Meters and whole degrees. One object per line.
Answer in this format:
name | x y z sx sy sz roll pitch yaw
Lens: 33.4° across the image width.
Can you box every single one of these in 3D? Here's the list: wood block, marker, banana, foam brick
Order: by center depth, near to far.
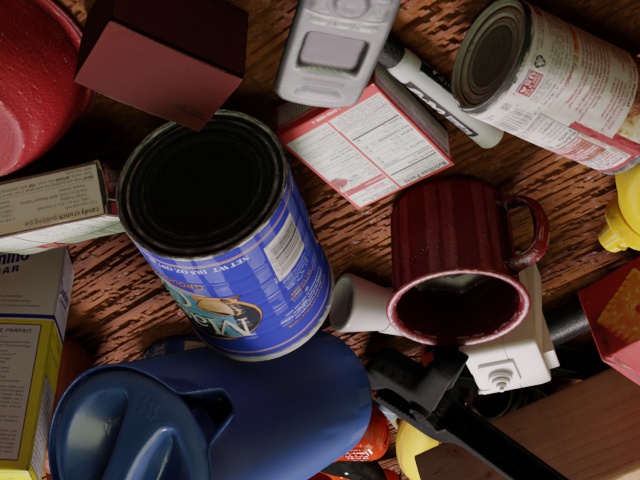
foam brick | -0.085 -0.104 0.574 0.078 0.051 0.053 21 140 -26
marker | 0.064 -0.090 0.622 0.020 0.020 0.121 -30 135 34
wood block | 0.194 0.187 0.858 0.206 0.090 0.090 -27 137 14
banana | 0.100 0.180 0.953 0.069 0.037 0.197 -26 143 -3

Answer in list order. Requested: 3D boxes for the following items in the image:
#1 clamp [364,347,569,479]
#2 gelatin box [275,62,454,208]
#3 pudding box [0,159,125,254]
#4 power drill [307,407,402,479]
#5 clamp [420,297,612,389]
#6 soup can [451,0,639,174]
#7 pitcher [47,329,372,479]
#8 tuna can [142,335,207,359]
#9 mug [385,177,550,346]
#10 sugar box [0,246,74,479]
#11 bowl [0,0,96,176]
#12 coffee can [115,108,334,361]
clamp | 0.086 0.118 0.802 0.210 0.036 0.164 19 151 56
gelatin box | 0.027 -0.064 0.649 0.073 0.030 0.089 -26 136 29
pudding box | -0.166 -0.020 0.667 0.113 0.039 0.090 -13 174 13
power drill | -0.010 0.207 0.991 0.185 0.057 0.187 -2 147 20
clamp | 0.170 0.092 0.855 0.172 0.039 0.120 -14 133 19
soup can | 0.132 -0.084 0.589 0.102 0.068 0.069 19 140 -24
pitcher | -0.071 0.138 0.763 0.149 0.145 0.242 11 -170 30
tuna can | -0.107 0.114 0.887 0.086 0.033 0.086 0 144 0
mug | 0.097 0.008 0.703 0.117 0.081 0.093 -29 135 33
sugar box | -0.225 0.083 0.723 0.093 0.176 0.048 1 142 -1
bowl | -0.209 -0.082 0.601 0.162 0.055 0.162 0 144 0
coffee can | -0.054 0.001 0.664 0.103 0.103 0.140 -7 149 9
